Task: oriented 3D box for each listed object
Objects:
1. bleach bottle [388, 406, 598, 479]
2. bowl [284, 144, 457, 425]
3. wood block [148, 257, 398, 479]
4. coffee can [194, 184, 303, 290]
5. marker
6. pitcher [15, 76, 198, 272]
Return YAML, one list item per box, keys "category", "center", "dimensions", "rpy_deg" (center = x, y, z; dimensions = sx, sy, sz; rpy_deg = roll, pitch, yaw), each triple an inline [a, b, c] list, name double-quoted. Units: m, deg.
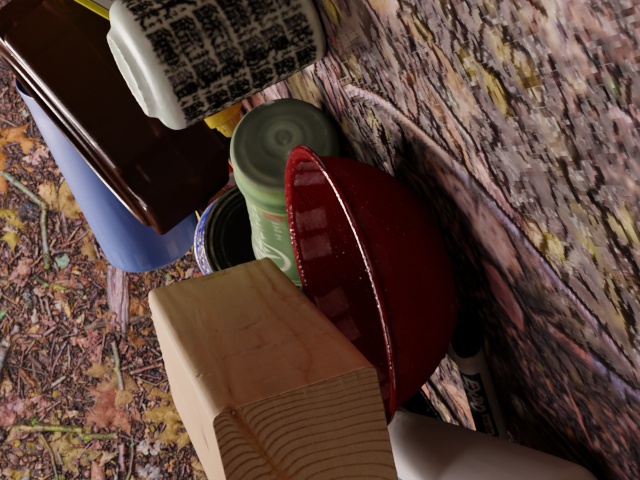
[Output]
- category: "bleach bottle"
  center: [0.080, 0.154, 0.634]
  dimensions: [0.102, 0.068, 0.251]
  rpy_deg: [59, 162, -14]
- category: "bowl"
  center: [0.032, 0.019, 0.593]
  dimensions: [0.162, 0.055, 0.162]
  rpy_deg: [164, 90, -77]
- category: "wood block"
  center: [-0.036, 0.089, 0.634]
  dimensions: [0.206, 0.090, 0.091]
  rpy_deg: [-139, 35, -67]
- category: "coffee can"
  center: [-0.056, 0.001, 0.936]
  dimensions: [0.103, 0.102, 0.140]
  rpy_deg: [61, 171, -3]
- category: "marker"
  center: [0.094, 0.085, 0.637]
  dimensions: [0.020, 0.020, 0.121]
  rpy_deg: [51, 167, 47]
- category: "pitcher"
  center: [-0.199, -0.083, 1.087]
  dimensions: [0.149, 0.145, 0.243]
  rpy_deg: [-91, -11, -50]
